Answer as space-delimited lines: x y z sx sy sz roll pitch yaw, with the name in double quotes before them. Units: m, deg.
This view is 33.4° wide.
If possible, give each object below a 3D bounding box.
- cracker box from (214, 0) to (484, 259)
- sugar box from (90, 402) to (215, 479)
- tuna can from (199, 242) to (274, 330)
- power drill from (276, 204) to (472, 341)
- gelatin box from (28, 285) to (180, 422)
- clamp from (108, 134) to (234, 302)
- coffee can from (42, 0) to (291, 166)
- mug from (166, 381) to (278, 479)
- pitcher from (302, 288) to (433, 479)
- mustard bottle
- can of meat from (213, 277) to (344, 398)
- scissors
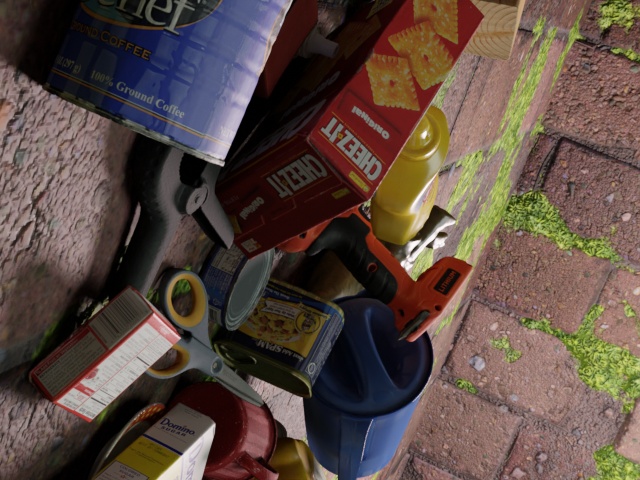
"cracker box" 0.015 -0.100 0.825 0.164 0.072 0.213 -26 -156 53
"sugar box" -0.146 0.208 0.842 0.176 0.048 0.093 -35 146 -60
"tuna can" -0.075 0.033 0.928 0.086 0.034 0.086 -58 164 -29
"power drill" 0.055 -0.005 1.039 0.184 0.187 0.057 -48 177 -46
"gelatin box" -0.143 0.077 0.714 0.089 0.030 0.073 -42 161 -7
"clamp" -0.103 -0.027 0.726 0.120 0.039 0.171 -49 154 -37
"coffee can" -0.070 -0.123 0.556 0.140 0.103 0.102 -66 166 3
"mug" -0.086 0.182 0.972 0.093 0.117 0.081 -48 159 -4
"pitcher" 0.039 0.177 1.136 0.149 0.145 0.243 -33 156 -19
"mustard bottle" 0.076 -0.065 0.912 0.191 0.058 0.096 84 27 -74
"can of meat" -0.038 0.089 1.019 0.084 0.102 0.057 -62 164 -24
"scissors" -0.089 0.082 0.878 0.201 0.016 0.096 25 79 -58
